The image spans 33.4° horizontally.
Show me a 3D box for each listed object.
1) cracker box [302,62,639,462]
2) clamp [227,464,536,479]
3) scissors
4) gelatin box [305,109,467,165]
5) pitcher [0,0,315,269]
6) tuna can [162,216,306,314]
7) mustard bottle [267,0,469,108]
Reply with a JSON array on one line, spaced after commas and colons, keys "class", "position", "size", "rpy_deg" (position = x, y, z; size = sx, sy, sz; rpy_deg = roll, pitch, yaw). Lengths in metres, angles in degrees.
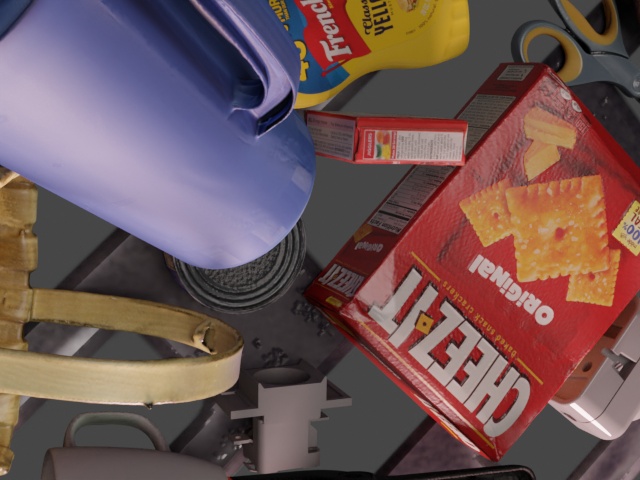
[{"class": "cracker box", "position": [0.121, 0.013, 0.714], "size": [0.164, 0.072, 0.213], "rpy_deg": [44, 81, -21]}, {"class": "clamp", "position": [0.024, 0.163, 0.647], "size": [0.210, 0.164, 0.036], "rpy_deg": [-2, 89, 12]}, {"class": "scissors", "position": [0.207, -0.106, 0.762], "size": [0.096, 0.016, 0.201], "rpy_deg": [-41, 110, -10]}, {"class": "gelatin box", "position": [0.038, -0.063, 0.661], "size": [0.073, 0.089, 0.030], "rpy_deg": [0, 98, -21]}, {"class": "pitcher", "position": [-0.090, -0.075, 0.511], "size": [0.145, 0.149, 0.242], "rpy_deg": [-44, 145, 5]}, {"class": "tuna can", "position": [-0.054, 0.001, 0.663], "size": [0.086, 0.034, 0.086], "rpy_deg": [-3, 98, -21]}, {"class": "mustard bottle", "position": [-0.005, -0.134, 0.652], "size": [0.191, 0.058, 0.096], "rpy_deg": [-21, 109, -17]}]
